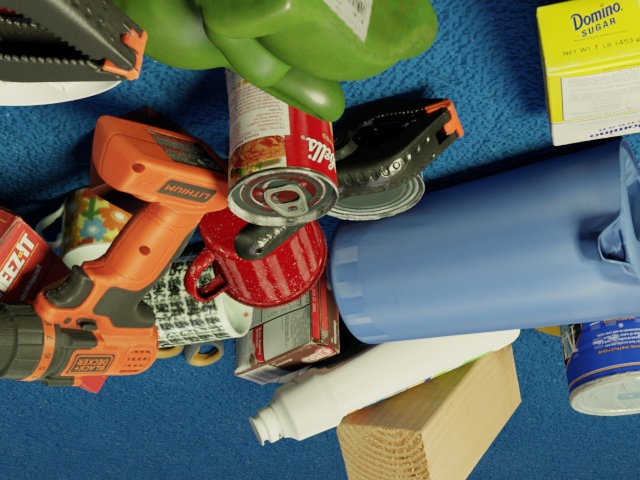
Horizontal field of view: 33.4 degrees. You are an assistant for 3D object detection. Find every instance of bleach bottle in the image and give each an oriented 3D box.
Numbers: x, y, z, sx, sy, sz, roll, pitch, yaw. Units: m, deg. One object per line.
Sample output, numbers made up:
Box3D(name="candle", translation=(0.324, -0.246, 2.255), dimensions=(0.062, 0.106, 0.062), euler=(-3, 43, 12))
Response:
Box3D(name="bleach bottle", translation=(0.052, 0.116, 0.964), dimensions=(0.250, 0.068, 0.103), euler=(-25, 175, -15))

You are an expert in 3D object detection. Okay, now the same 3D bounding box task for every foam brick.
Box3D(name="foam brick", translation=(-0.119, -0.050, 0.758), dimensions=(0.053, 0.051, 0.078), euler=(-17, 150, 28))

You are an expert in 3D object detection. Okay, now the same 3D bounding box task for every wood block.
Box3D(name="wood block", translation=(0.110, 0.166, 1.030), dimensions=(0.090, 0.091, 0.205), euler=(-1, -158, 33))

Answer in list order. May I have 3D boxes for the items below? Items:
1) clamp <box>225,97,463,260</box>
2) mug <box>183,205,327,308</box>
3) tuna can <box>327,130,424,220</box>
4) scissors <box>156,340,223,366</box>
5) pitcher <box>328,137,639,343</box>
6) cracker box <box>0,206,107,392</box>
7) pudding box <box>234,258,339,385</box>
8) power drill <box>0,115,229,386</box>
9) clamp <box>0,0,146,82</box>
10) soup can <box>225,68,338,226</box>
Box3D(name="clamp", translation=(0.009, -0.059, 0.731), dimensions=(0.171, 0.120, 0.039), euler=(-24, 135, 1))
Box3D(name="mug", translation=(-0.055, 0.001, 0.803), dimensions=(0.117, 0.093, 0.081), euler=(-37, 154, -10))
Box3D(name="tuna can", translation=(0.033, -0.049, 0.794), dimensions=(0.086, 0.034, 0.086), euler=(-2, 154, -1))
Box3D(name="scissors", translation=(-0.135, 0.086, 1.068), dimensions=(0.096, 0.016, 0.202), euler=(0, 153, -6))
Box3D(name="pitcher", translation=(0.138, 0.010, 0.838), dimensions=(0.243, 0.145, 0.149), euler=(-11, 140, 24))
Box3D(name="cracker box", translation=(-0.254, 0.025, 0.803), dimensions=(0.164, 0.072, 0.213), euler=(22, 161, 22))
Box3D(name="pudding box", translation=(-0.032, 0.072, 0.968), dimensions=(0.039, 0.090, 0.114), euler=(23, 145, -37))
Box3D(name="power drill", translation=(-0.148, 0.013, 0.682), dimensions=(0.184, 0.057, 0.188), euler=(7, 124, -53))
Box3D(name="clamp", translation=(-0.183, -0.122, 0.494), dimensions=(0.209, 0.036, 0.165), euler=(12, 153, -12))
Box3D(name="soup can", translation=(-0.026, -0.069, 0.670), dimensions=(0.068, 0.102, 0.068), euler=(-3, 153, -2))
